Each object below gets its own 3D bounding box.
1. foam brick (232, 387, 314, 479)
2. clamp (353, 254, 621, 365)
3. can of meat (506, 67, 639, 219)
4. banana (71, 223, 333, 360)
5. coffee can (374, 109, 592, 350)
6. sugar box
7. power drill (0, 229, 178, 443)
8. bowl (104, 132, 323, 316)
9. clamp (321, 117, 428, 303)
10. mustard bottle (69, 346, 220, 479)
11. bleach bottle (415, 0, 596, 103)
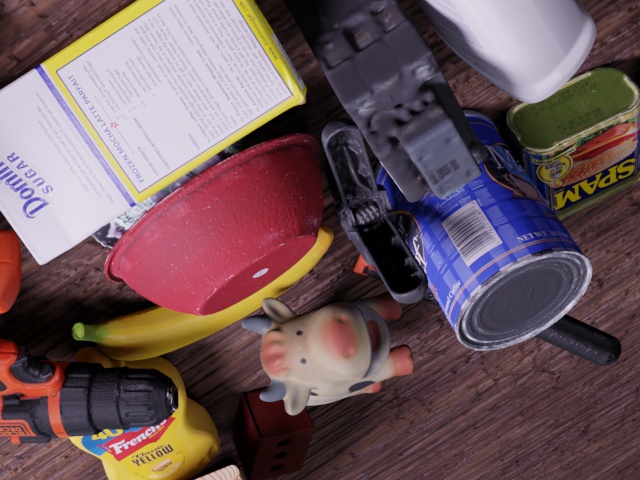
[{"bbox_3d":[-0.044,0.173,0.960,0.052,0.051,0.078,-10,142,-21],"label":"foam brick"},{"bbox_3d":[0.126,0.042,0.840,0.209,0.165,0.036,15,103,-32],"label":"clamp"},{"bbox_3d":[0.191,-0.073,0.798,0.102,0.057,0.084,-25,142,-3],"label":"can of meat"},{"bbox_3d":[-0.079,0.045,0.779,0.197,0.037,0.070,-24,166,-10],"label":"banana"},{"bbox_3d":[0.111,-0.009,0.754,0.102,0.140,0.103,-17,143,-14],"label":"coffee can"},{"bbox_3d":[-0.104,-0.072,0.585,0.176,0.048,0.093,-30,103,9],"label":"sugar box"},{"bbox_3d":[-0.198,0.070,0.685,0.184,0.057,0.187,-4,141,8],"label":"power drill"},{"bbox_3d":[-0.054,0.001,0.682,0.162,0.055,0.162,-33,169,-7],"label":"bowl"},{"bbox_3d":[0.035,-0.010,0.712,0.039,0.120,0.171,-19,173,1],"label":"clamp"},{"bbox_3d":[-0.149,0.135,0.840,0.096,0.058,0.191,-23,144,-2],"label":"mustard bottle"},{"bbox_3d":[0.068,-0.153,0.538,0.068,0.103,0.250,-51,155,6],"label":"bleach bottle"}]
